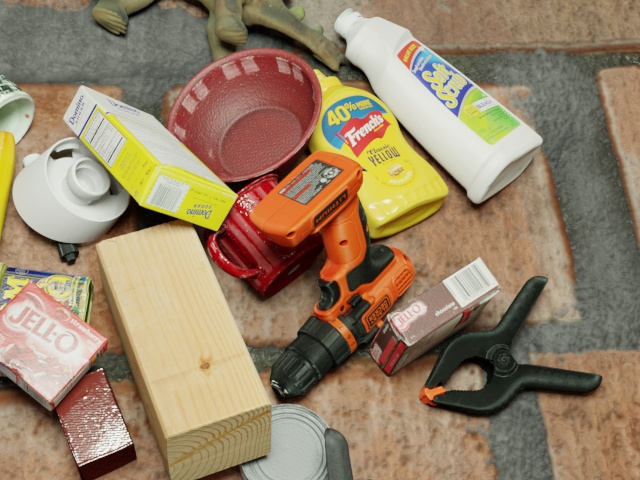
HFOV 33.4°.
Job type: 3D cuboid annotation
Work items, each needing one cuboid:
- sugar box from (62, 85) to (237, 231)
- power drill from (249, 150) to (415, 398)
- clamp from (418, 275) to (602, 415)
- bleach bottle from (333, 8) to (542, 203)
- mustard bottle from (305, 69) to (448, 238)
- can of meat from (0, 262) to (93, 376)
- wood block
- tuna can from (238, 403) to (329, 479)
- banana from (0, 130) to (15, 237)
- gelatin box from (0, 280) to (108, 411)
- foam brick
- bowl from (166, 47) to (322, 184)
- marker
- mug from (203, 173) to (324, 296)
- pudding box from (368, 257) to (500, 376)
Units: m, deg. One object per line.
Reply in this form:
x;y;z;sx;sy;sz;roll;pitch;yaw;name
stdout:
-0.160;-0.077;0.983;0.176;0.093;0.048;39;103;45;sugar box
0.001;0.029;0.950;0.057;0.187;0.184;23;58;37;power drill
0.178;0.121;1.003;0.171;0.039;0.120;-32;71;-13;clamp
0.106;-0.152;1.110;0.251;0.068;0.102;43;46;16;bleach bottle
0.040;-0.098;1.083;0.096;0.058;0.192;-25;68;-24;mustard bottle
-0.254;0.076;0.961;0.084;0.057;0.102;8;64;-7;can of meat
-0.121;0.092;0.928;0.090;0.090;0.206;-16;54;-16;wood block
-0.030;0.191;0.944;0.086;0.034;0.086;3;63;-6;tuna can
-0.310;-0.008;0.992;0.037;0.070;0.198;23;50;-36;banana
-0.238;0.088;0.908;0.089;0.030;0.073;37;63;6;gelatin box
-0.197;0.160;0.927;0.051;0.053;0.078;-20;68;-16;foam brick
-0.069;-0.112;1.061;0.162;0.055;0.162;-9;58;14;bowl
-0.260;-0.030;1.033;0.020;0.020;0.121;-20;68;-16;marker
-0.057;0.001;0.998;0.081;0.093;0.117;49;37;11;mug
0.104;0.072;0.989;0.113;0.090;0.039;-28;73;-20;pudding box
